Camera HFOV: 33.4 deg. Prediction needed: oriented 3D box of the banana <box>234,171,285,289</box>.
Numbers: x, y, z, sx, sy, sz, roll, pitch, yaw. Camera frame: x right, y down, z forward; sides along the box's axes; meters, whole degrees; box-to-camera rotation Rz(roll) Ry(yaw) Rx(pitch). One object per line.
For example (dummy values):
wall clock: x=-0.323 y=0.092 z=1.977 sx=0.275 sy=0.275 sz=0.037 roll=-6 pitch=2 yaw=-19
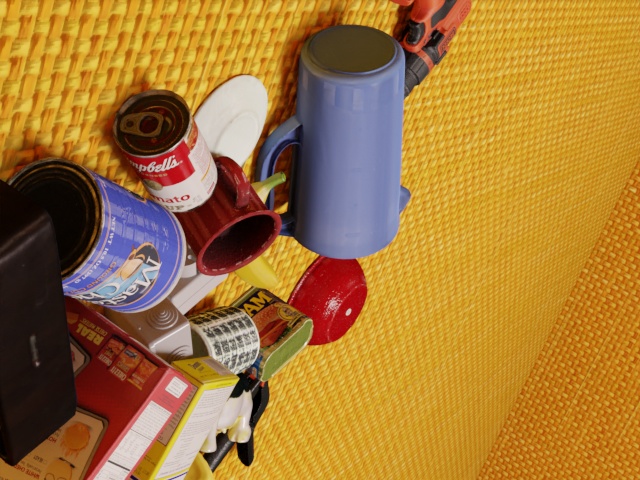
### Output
banana: x=-0.076 y=0.000 z=1.164 sx=0.198 sy=0.069 sz=0.037 roll=98 pitch=-12 yaw=-54

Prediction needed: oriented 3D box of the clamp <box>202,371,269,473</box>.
clamp: x=-0.105 y=0.249 z=1.439 sx=0.171 sy=0.039 sz=0.120 roll=-63 pitch=158 yaw=10

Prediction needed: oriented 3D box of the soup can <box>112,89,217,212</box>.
soup can: x=-0.134 y=-0.077 z=0.937 sx=0.068 sy=0.069 sz=0.102 roll=-51 pitch=157 yaw=-16

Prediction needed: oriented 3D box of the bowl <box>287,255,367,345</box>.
bowl: x=0.016 y=0.086 z=1.461 sx=0.162 sy=0.055 sz=0.162 roll=-45 pitch=154 yaw=-30

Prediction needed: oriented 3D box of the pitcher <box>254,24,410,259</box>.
pitcher: x=0.019 y=-0.104 z=1.158 sx=0.149 sy=0.145 sz=0.243 roll=-54 pitch=156 yaw=-41

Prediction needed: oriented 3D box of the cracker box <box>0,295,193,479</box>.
cracker box: x=-0.236 y=0.161 z=0.905 sx=0.213 sy=0.164 sz=0.072 roll=-54 pitch=155 yaw=-10

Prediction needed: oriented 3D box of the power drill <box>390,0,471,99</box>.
power drill: x=0.106 y=-0.255 z=1.217 sx=0.184 sy=0.057 sz=0.187 roll=-56 pitch=160 yaw=-14

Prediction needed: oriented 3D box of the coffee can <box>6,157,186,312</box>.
coffee can: x=-0.187 y=-0.001 z=0.880 sx=0.103 sy=0.103 sz=0.140 roll=-58 pitch=157 yaw=0

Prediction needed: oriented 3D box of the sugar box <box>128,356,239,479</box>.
sugar box: x=-0.150 y=0.198 z=1.027 sx=0.176 sy=0.048 sz=0.093 roll=-58 pitch=163 yaw=7

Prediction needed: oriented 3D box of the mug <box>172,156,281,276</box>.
mug: x=-0.095 y=-0.033 z=1.022 sx=0.093 sy=0.081 sz=0.117 roll=-21 pitch=152 yaw=-28

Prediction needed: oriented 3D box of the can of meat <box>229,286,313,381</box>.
can of meat: x=-0.070 y=0.111 z=1.279 sx=0.101 sy=0.084 sz=0.057 roll=-40 pitch=151 yaw=-36
